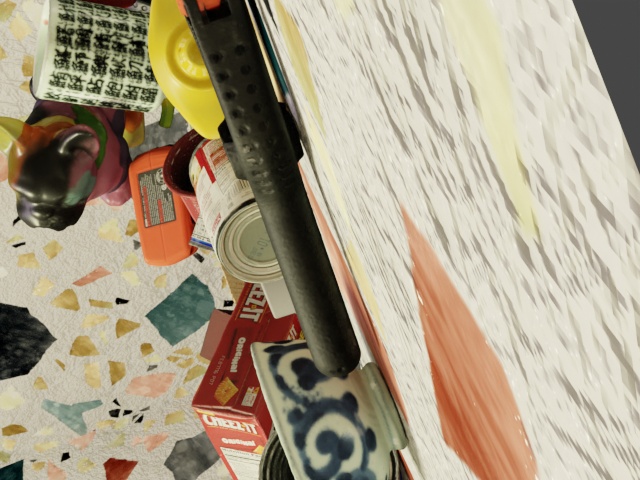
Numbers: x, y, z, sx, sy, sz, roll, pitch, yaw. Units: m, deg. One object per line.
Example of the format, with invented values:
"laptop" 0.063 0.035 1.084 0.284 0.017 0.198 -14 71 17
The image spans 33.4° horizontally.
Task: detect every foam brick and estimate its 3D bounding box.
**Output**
"foam brick" -0.073 0.100 1.063 0.078 0.053 0.051 12 -84 -60

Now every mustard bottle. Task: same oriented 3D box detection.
"mustard bottle" -0.071 -0.109 0.643 0.192 0.058 0.096 -131 25 -81

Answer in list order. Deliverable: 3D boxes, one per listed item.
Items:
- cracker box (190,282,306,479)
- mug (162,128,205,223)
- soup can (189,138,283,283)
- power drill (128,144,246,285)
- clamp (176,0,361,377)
"cracker box" -0.035 0.151 1.001 0.213 0.072 0.164 70 -148 -45
"mug" -0.075 -0.053 0.904 0.081 0.093 0.117 65 -165 -45
"soup can" -0.048 -0.026 0.726 0.102 0.068 0.068 -116 5 -53
"power drill" -0.097 -0.014 1.008 0.187 0.057 0.184 3 -106 -63
"clamp" -0.025 -0.038 0.521 0.210 0.036 0.164 73 175 -55
